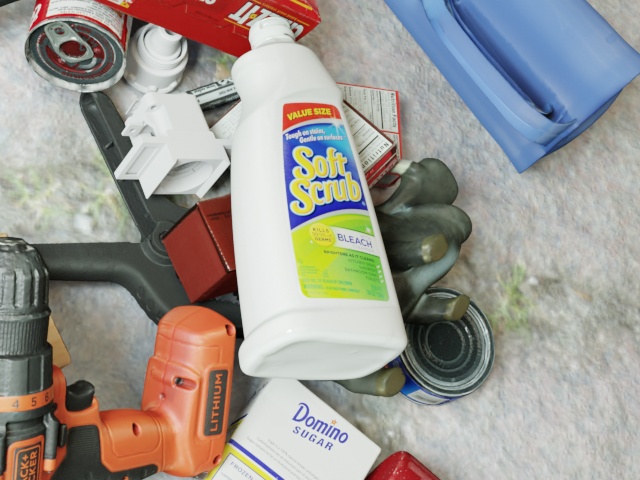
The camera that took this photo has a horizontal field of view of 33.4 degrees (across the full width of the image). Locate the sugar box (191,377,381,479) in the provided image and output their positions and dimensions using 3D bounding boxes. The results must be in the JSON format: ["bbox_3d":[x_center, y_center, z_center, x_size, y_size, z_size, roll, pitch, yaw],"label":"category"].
[{"bbox_3d":[-0.044,0.180,0.695,0.093,0.048,0.176,40,58,-5],"label":"sugar box"}]

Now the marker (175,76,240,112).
[{"bbox_3d":[-0.062,-0.116,0.808,0.120,0.020,0.020,-24,83,-29],"label":"marker"}]

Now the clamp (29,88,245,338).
[{"bbox_3d":[-0.113,-0.004,0.735,0.209,0.036,0.164,28,56,-16],"label":"clamp"}]

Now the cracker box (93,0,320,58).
[{"bbox_3d":[-0.096,-0.247,0.761,0.163,0.072,0.214,13,53,-45],"label":"cracker box"}]

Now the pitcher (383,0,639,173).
[{"bbox_3d":[0.132,-0.180,0.852,0.145,0.149,0.243,-41,87,-11],"label":"pitcher"}]

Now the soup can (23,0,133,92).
[{"bbox_3d":[-0.162,-0.163,0.741,0.068,0.069,0.102,15,53,-18],"label":"soup can"}]

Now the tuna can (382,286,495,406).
[{"bbox_3d":[0.086,0.078,0.795,0.086,0.034,0.086,8,69,-21],"label":"tuna can"}]

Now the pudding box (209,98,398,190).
[{"bbox_3d":[-0.014,-0.067,0.768,0.090,0.039,0.113,-43,73,-11],"label":"pudding box"}]

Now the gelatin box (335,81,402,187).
[{"bbox_3d":[0.019,-0.083,0.826,0.089,0.030,0.073,5,69,-21],"label":"gelatin box"}]

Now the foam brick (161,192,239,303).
[{"bbox_3d":[-0.055,0.001,0.712,0.078,0.051,0.053,-15,73,-42],"label":"foam brick"}]

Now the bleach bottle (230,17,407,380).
[{"bbox_3d":[-0.019,-0.038,0.683,0.102,0.068,0.251,7,57,-34],"label":"bleach bottle"}]

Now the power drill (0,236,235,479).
[{"bbox_3d":[-0.128,0.084,0.602,0.187,0.057,0.184,-6,108,-54],"label":"power drill"}]
